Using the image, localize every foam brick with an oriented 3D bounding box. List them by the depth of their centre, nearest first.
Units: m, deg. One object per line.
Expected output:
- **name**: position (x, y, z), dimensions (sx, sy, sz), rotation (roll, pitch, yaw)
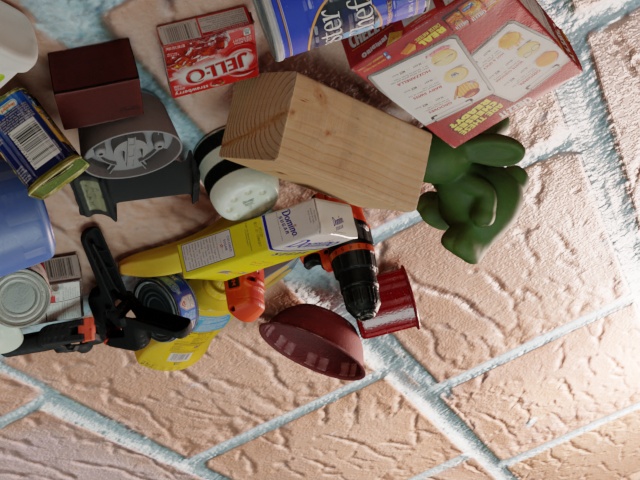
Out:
- **foam brick**: position (-0.206, -0.143, 0.980), dimensions (0.078, 0.051, 0.053), rotation (-13, 149, -12)

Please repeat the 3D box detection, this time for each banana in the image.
- **banana**: position (-0.143, -0.002, 1.253), dimensions (0.198, 0.037, 0.069), rotation (-31, 130, 15)

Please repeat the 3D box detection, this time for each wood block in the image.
- **wood block**: position (0.010, -0.098, 1.100), dimensions (0.205, 0.090, 0.091), rotation (17, 174, -43)

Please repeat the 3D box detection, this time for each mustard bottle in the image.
- **mustard bottle**: position (-0.161, 0.096, 1.367), dimensions (0.096, 0.058, 0.192), rotation (5, 141, -36)

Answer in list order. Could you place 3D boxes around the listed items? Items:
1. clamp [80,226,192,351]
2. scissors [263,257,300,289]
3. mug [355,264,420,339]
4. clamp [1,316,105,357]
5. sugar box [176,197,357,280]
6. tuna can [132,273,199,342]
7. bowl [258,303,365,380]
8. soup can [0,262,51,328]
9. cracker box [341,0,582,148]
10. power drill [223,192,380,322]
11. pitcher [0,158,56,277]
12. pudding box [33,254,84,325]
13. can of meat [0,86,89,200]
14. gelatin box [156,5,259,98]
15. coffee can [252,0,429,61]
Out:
- **clamp**: position (-0.238, 0.072, 1.260), dimensions (0.036, 0.164, 0.210), rotation (-42, -178, -30)
- **scissors**: position (-0.018, 0.011, 1.355), dimensions (0.201, 0.016, 0.096), rotation (-35, 172, -4)
- **mug**: position (0.087, 0.092, 1.483), dimensions (0.081, 0.093, 0.117), rotation (-15, 161, -1)
- **clamp**: position (-0.319, 0.119, 1.287), dimensions (0.120, 0.039, 0.172), rotation (-8, 169, -26)
- **sugar box**: position (-0.058, 0.002, 1.165), dimensions (0.176, 0.048, 0.093), rotation (-16, 170, 26)
- **tuna can**: position (-0.189, 0.080, 1.295), dimensions (0.033, 0.086, 0.086), rotation (-23, 159, -46)
- **bowl**: position (-0.002, 0.133, 1.476), dimensions (0.162, 0.055, 0.162), rotation (22, 158, 9)
- **soup can**: position (-0.323, 0.044, 1.131), dimensions (0.068, 0.102, 0.068), rotation (-6, 109, -18)
- **cracker box**: position (0.144, -0.195, 1.078), dimensions (0.164, 0.072, 0.213), rotation (-30, 149, 24)
- **power drill**: position (-0.023, 0.031, 1.247), dimensions (0.188, 0.184, 0.057), rotation (-22, 150, 21)
- **pitcher**: position (-0.381, 0.011, 1.020), dimensions (0.242, 0.145, 0.149), rotation (-18, 126, -17)
- **pudding box**: position (-0.333, 0.062, 1.236), dimensions (0.113, 0.039, 0.090), rotation (-8, 149, -15)
- **can of meat**: position (-0.260, -0.088, 0.964), dimensions (0.057, 0.084, 0.102), rotation (-37, -177, -5)
- **gelatin box**: position (-0.104, -0.177, 1.007), dimensions (0.089, 0.030, 0.073), rotation (-15, 149, -8)
- **coffee can**: position (0.012, -0.226, 0.928), dimensions (0.140, 0.103, 0.103), rotation (-19, 149, -3)
